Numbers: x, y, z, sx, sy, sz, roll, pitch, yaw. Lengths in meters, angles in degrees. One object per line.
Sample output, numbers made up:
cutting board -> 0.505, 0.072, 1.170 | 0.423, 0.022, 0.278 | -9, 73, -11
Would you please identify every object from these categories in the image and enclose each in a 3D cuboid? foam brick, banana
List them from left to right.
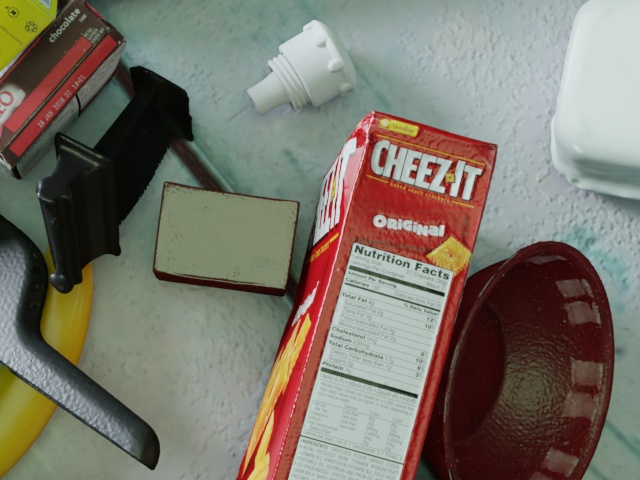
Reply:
banana -> -0.181, 0.084, 0.596 | 0.069, 0.037, 0.197 | 40, 81, 0
foam brick -> -0.054, 0.001, 0.612 | 0.078, 0.051, 0.053 | 9, 83, -4

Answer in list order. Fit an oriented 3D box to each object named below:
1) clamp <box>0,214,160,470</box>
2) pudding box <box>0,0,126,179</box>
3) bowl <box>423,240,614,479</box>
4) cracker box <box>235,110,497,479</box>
clamp -> -0.175, 0.054, 0.567 | 0.164, 0.036, 0.210 | -12, 63, -1
pudding box -> -0.151, -0.079, 0.582 | 0.039, 0.114, 0.090 | 41, 80, -9
bowl -> 0.099, 0.077, 0.591 | 0.161, 0.055, 0.162 | -9, 103, -44
cracker box -> 0.014, 0.057, 0.554 | 0.072, 0.164, 0.213 | 16, 81, -5
